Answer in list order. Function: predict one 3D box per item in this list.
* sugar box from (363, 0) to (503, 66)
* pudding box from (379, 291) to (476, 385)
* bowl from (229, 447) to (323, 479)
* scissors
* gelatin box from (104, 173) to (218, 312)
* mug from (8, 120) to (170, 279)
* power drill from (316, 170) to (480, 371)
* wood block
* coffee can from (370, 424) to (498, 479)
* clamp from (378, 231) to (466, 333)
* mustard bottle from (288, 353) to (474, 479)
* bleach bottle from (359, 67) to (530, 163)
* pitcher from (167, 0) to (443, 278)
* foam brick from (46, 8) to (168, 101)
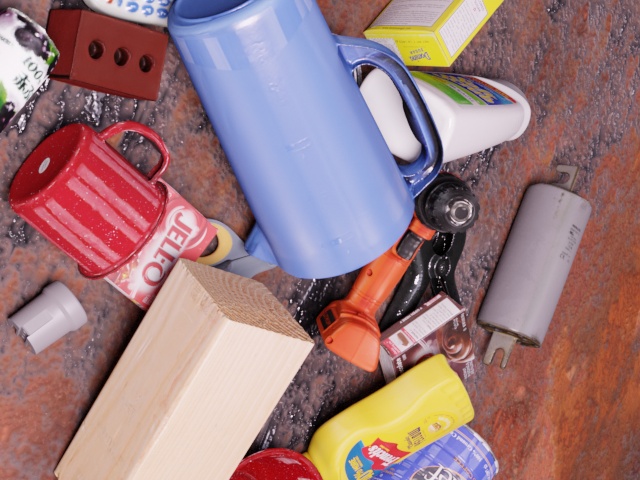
[{"bbox_3d":[0.128,-0.236,1.012,0.176,0.094,0.048,-48,127,-24],"label":"sugar box"},{"bbox_3d":[0.106,0.115,1.065,0.090,0.039,0.113,-34,137,-14],"label":"pudding box"},{"bbox_3d":[-0.068,0.258,0.957,0.161,0.055,0.162,-10,105,-41],"label":"bowl"},{"bbox_3d":[-0.056,0.001,0.944,0.201,0.016,0.096,-32,118,-34],"label":"scissors"},{"bbox_3d":[-0.135,0.002,0.851,0.073,0.030,0.089,44,75,-30],"label":"gelatin box"},{"bbox_3d":[-0.163,-0.039,0.781,0.117,0.093,0.081,-41,124,6],"label":"mug"},{"bbox_3d":[0.070,0.021,0.953,0.057,0.184,0.188,32,95,-8],"label":"power drill"},{"bbox_3d":[-0.108,0.129,0.824,0.090,0.090,0.206,19,108,-42],"label":"wood block"},{"bbox_3d":[0.099,0.254,1.076,0.140,0.103,0.102,-46,126,-26],"label":"coffee can"},{"bbox_3d":[0.105,0.031,1.083,0.120,0.039,0.171,-16,109,-43],"label":"clamp"},{"bbox_3d":[0.051,0.186,1.018,0.191,0.058,0.096,-30,144,-3],"label":"mustard bottle"},{"bbox_3d":[0.134,-0.128,1.033,0.250,0.103,0.068,-20,139,-57],"label":"bleach bottle"},{"bbox_3d":[-0.014,-0.102,0.850,0.149,0.145,0.242,-51,132,-31],"label":"pitcher"},{"bbox_3d":[-0.161,-0.138,0.796,0.078,0.051,0.053,8,93,-43],"label":"foam brick"}]
